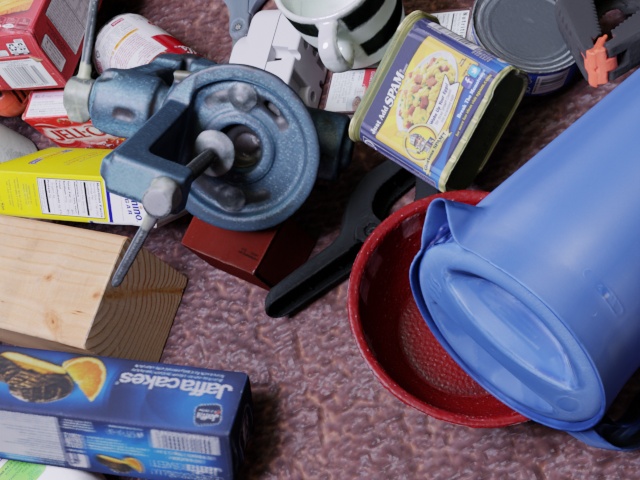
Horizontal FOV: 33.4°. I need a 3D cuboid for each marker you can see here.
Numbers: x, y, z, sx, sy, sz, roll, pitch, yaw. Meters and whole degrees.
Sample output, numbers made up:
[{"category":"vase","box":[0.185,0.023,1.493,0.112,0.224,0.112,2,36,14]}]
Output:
[{"category":"marker","box":[-0.211,-0.169,0.989,0.020,0.020,0.121,22,79,33]}]

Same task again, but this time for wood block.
[{"category":"wood block","box":[-0.225,0.039,0.856,0.206,0.090,0.090,9,71,30]}]

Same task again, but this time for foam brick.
[{"category":"foam brick","box":[-0.055,0.001,0.811,0.078,0.051,0.053,22,80,33]}]

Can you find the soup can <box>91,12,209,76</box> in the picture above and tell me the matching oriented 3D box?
[{"category":"soup can","box":[-0.142,-0.145,0.914,0.102,0.068,0.068,37,87,35]}]

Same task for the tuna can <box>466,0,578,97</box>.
[{"category":"tuna can","box":[0.148,-0.146,0.767,0.086,0.034,0.086,1,63,-2]}]

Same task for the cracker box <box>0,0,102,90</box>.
[{"category":"cracker box","box":[-0.272,-0.230,0.931,0.164,0.072,0.213,0,57,21]}]

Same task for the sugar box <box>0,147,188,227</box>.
[{"category":"sugar box","box":[-0.180,-0.047,0.871,0.176,0.093,0.048,2,108,28]}]

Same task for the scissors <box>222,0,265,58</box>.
[{"category":"scissors","box":[-0.053,-0.196,0.923,0.096,0.016,0.202,-23,59,16]}]

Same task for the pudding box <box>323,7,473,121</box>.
[{"category":"pudding box","box":[0.064,-0.128,0.819,0.114,0.039,0.090,2,67,26]}]

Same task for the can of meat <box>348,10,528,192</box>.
[{"category":"can of meat","box":[0.082,-0.093,0.734,0.084,0.057,0.102,35,108,26]}]

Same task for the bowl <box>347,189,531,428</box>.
[{"category":"bowl","box":[0.097,0.050,0.689,0.162,0.055,0.162,0,63,0]}]

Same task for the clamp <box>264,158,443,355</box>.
[{"category":"clamp","box":[0.048,0.009,0.763,0.120,0.039,0.171,32,83,29]}]

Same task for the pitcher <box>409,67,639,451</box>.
[{"category":"pitcher","box":[0.183,-0.007,0.625,0.145,0.149,0.242,34,64,32]}]

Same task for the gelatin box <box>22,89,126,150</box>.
[{"category":"gelatin box","box":[-0.198,-0.100,0.917,0.089,0.073,0.030,0,67,27]}]
